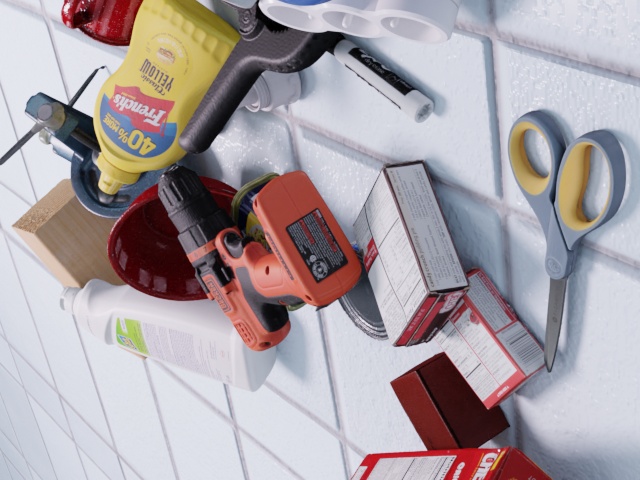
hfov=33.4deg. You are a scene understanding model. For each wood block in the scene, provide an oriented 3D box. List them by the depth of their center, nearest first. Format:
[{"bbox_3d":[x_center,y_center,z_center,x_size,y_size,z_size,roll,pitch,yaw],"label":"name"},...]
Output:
[{"bbox_3d":[-0.257,0.033,1.271,0.206,0.090,0.091,53,158,-25],"label":"wood block"}]

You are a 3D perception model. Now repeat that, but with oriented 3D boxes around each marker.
[{"bbox_3d":[0.036,-0.125,0.782,0.121,0.020,0.020,43,147,32],"label":"marker"}]

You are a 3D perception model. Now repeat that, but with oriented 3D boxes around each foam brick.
[{"bbox_3d":[0.103,0.131,0.861,0.078,0.051,0.053,61,153,4],"label":"foam brick"}]

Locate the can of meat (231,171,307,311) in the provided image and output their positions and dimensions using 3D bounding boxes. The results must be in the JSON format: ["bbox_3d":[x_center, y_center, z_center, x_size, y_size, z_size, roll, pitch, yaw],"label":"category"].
[{"bbox_3d":[-0.035,0.003,0.974,0.084,0.057,0.102,43,146,28],"label":"can of meat"}]

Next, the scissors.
[{"bbox_3d":[0.147,-0.003,0.706,0.096,0.016,0.202,48,148,29],"label":"scissors"}]

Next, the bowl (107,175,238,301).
[{"bbox_3d":[-0.129,-0.012,1.052,0.162,0.162,0.055,96,167,-47],"label":"bowl"}]

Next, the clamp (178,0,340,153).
[{"bbox_3d":[-0.046,-0.155,0.812,0.210,0.036,0.164,-4,84,45],"label":"clamp"}]

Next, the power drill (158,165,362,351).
[{"bbox_3d":[-0.056,0.001,0.894,0.184,0.057,0.188,58,152,-5],"label":"power drill"}]

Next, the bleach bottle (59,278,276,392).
[{"bbox_3d":[-0.173,0.086,1.155,0.251,0.068,0.102,14,132,21],"label":"bleach bottle"}]

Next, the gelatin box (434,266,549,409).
[{"bbox_3d":[0.123,0.073,0.801,0.089,0.030,0.073,54,152,16],"label":"gelatin box"}]

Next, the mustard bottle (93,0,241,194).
[{"bbox_3d":[-0.150,-0.122,0.954,0.096,0.058,0.192,36,113,8],"label":"mustard bottle"}]

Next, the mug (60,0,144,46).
[{"bbox_3d":[-0.189,-0.232,0.966,0.093,0.117,0.082,45,145,7],"label":"mug"}]

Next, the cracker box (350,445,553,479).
[{"bbox_3d":[0.130,0.233,0.832,0.164,0.072,0.214,40,154,-13],"label":"cracker box"}]

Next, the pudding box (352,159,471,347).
[{"bbox_3d":[0.066,0.011,0.797,0.090,0.039,0.113,116,140,-56],"label":"pudding box"}]

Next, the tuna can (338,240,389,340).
[{"bbox_3d":[0.047,0.038,0.891,0.086,0.033,0.086,40,145,36],"label":"tuna can"}]
